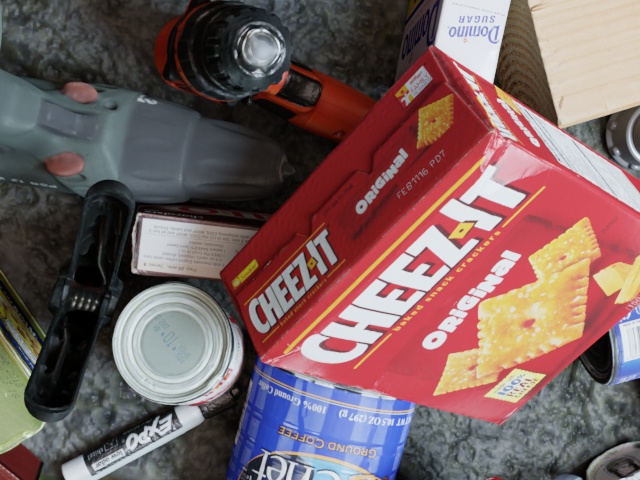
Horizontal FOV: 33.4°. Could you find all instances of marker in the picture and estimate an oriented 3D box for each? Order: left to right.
[{"bbox_3d":[-0.105,0.122,0.674,0.121,0.020,0.020,-27,100,-5],"label":"marker"}]

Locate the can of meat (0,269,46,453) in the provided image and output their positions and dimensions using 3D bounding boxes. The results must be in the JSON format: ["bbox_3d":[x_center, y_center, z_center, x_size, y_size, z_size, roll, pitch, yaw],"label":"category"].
[{"bbox_3d":[-0.195,0.067,0.622,0.057,0.084,0.102,-33,100,-4],"label":"can of meat"}]

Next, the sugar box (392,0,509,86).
[{"bbox_3d":[0.087,-0.174,0.633,0.048,0.093,0.176,13,94,-10],"label":"sugar box"}]

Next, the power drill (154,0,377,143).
[{"bbox_3d":[0.004,-0.079,0.596,0.187,0.185,0.057,23,93,-20],"label":"power drill"}]

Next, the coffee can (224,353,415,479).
[{"bbox_3d":[-0.006,0.144,0.650,0.102,0.103,0.140,14,94,-10],"label":"coffee can"}]

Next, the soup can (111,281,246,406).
[{"bbox_3d":[-0.080,0.062,0.622,0.068,0.102,0.068,0,81,-1],"label":"soup can"}]

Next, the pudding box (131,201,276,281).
[{"bbox_3d":[-0.054,0.001,0.633,0.113,0.090,0.039,4,96,-9],"label":"pudding box"}]

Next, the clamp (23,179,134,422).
[{"bbox_3d":[-0.131,0.040,0.581,0.039,0.172,0.120,22,76,-6],"label":"clamp"}]

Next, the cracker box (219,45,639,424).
[{"bbox_3d":[0.081,0.013,0.573,0.213,0.072,0.164,21,121,-45],"label":"cracker box"}]
